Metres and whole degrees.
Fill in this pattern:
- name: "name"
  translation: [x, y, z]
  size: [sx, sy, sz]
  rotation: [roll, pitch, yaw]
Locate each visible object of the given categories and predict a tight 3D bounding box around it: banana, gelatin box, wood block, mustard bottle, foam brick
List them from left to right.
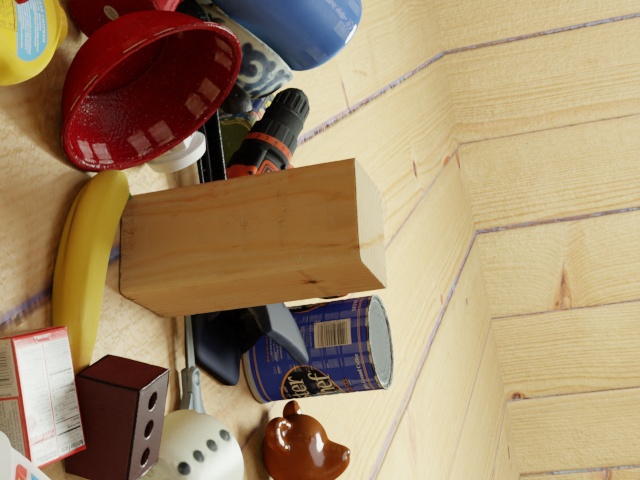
- name: "mustard bottle"
  translation: [-0.218, -0.150, 0.688]
  size: [0.191, 0.058, 0.096]
  rotation: [-5, 81, -74]
- name: "gelatin box"
  translation: [-0.190, 0.105, 0.704]
  size: [0.073, 0.030, 0.089]
  rotation: [-7, 89, -75]
- name: "banana"
  translation: [-0.170, 0.008, 0.808]
  size: [0.197, 0.037, 0.069]
  rotation: [-82, 158, -43]
- name: "foam brick"
  translation: [-0.145, 0.129, 0.765]
  size: [0.053, 0.051, 0.078]
  rotation: [-37, 138, -71]
- name: "wood block"
  translation: [-0.056, 0.002, 0.900]
  size: [0.090, 0.206, 0.090]
  rotation: [45, 40, -65]

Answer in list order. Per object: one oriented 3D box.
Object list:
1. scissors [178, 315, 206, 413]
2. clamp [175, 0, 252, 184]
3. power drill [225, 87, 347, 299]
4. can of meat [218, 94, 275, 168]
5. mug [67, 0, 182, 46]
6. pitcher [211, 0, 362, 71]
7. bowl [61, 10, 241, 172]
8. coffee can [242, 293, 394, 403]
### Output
- name: "scissors"
  translation: [-0.121, 0.134, 0.942]
  size: [0.096, 0.016, 0.202]
  rotation: [-29, 111, -71]
- name: "clamp"
  translation: [-0.108, -0.152, 0.990]
  size: [0.165, 0.036, 0.210]
  rotation: [122, -45, -60]
- name: "power drill"
  translation: [-0.019, -0.041, 1.112]
  size: [0.187, 0.057, 0.184]
  rotation: [42, 64, -32]
- name: "can of meat"
  translation: [-0.076, -0.105, 1.158]
  size: [0.084, 0.057, 0.102]
  rotation: [-68, 145, -56]
- name: "mug"
  translation: [-0.151, -0.215, 0.869]
  size: [0.093, 0.117, 0.081]
  rotation: [28, 45, -14]
- name: "pitcher"
  translation: [-0.059, -0.273, 1.027]
  size: [0.242, 0.145, 0.149]
  rotation: [41, 29, -40]
- name: "bowl"
  translation: [-0.143, -0.126, 0.833]
  size: [0.055, 0.162, 0.162]
  rotation: [52, 8, 19]
- name: "coffee can"
  translation: [-0.001, 0.117, 1.146]
  size: [0.102, 0.140, 0.103]
  rotation: [-9, 90, -74]
